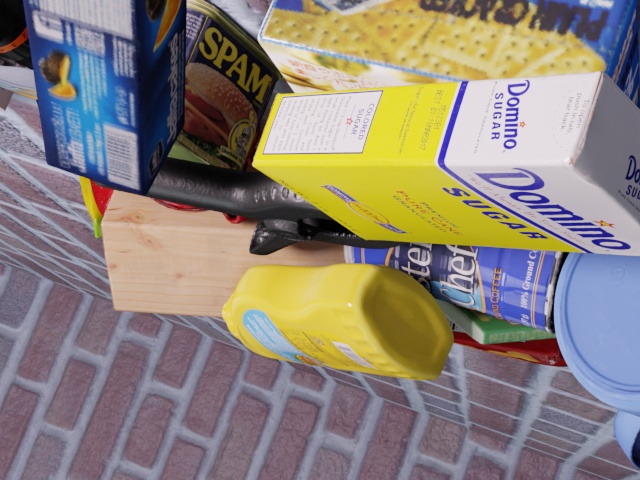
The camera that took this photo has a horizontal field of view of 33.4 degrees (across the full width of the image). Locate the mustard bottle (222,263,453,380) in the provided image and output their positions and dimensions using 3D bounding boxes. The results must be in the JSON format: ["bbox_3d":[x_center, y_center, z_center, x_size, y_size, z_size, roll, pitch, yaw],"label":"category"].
[{"bbox_3d":[-0.006,0.053,0.736,0.096,0.058,0.192,39,155,-33],"label":"mustard bottle"}]

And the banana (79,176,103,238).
[{"bbox_3d":[-0.233,-0.062,1.130,0.037,0.069,0.198,-19,169,-15],"label":"banana"}]

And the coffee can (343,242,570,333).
[{"bbox_3d":[0.100,-0.007,0.706,0.140,0.103,0.102,16,167,22],"label":"coffee can"}]

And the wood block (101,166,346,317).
[{"bbox_3d":[-0.055,0.002,0.834,0.206,0.090,0.090,3,128,4],"label":"wood block"}]

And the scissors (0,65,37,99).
[{"bbox_3d":[-0.241,-0.122,0.741,0.201,0.016,0.096,17,177,-30],"label":"scissors"}]

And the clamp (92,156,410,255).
[{"bbox_3d":[-0.014,-0.017,0.648,0.210,0.036,0.164,5,167,32],"label":"clamp"}]

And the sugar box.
[{"bbox_3d":[0.063,-0.030,0.470,0.177,0.048,0.093,7,162,47],"label":"sugar box"}]

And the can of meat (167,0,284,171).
[{"bbox_3d":[-0.079,-0.092,0.671,0.058,0.084,0.102,12,165,37],"label":"can of meat"}]
